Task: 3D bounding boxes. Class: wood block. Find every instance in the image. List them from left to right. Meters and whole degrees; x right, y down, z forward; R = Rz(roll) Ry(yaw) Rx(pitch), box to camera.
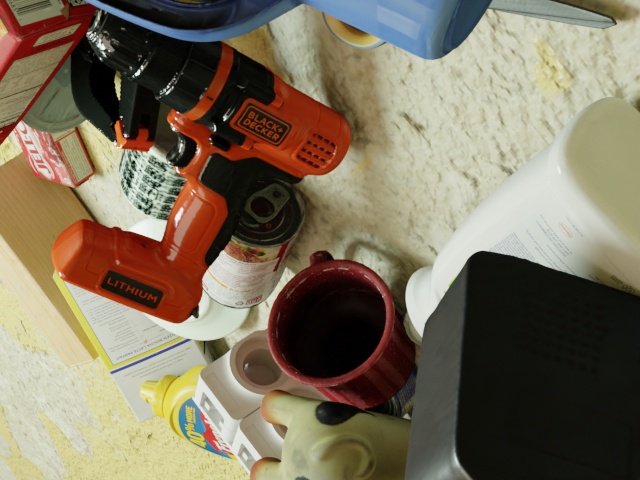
[{"bbox_3d":[-0.273,0.018,1.085,0.206,0.090,0.090,55,149,-8],"label":"wood block"}]

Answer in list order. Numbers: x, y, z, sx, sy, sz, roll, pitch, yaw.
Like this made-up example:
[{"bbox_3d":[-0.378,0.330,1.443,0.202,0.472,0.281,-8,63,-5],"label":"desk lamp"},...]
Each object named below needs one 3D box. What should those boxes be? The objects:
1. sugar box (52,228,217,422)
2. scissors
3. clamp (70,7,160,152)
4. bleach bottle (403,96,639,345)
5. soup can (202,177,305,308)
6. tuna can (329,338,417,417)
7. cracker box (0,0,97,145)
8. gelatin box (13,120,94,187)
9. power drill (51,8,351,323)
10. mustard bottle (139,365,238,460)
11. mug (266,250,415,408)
[{"bbox_3d":[-0.172,0.081,1.023,0.048,0.093,0.176,-104,-10,-65],"label":"sugar box"},{"bbox_3d":[0.064,-0.124,0.587,0.202,0.016,0.096,33,146,25],"label":"scissors"},{"bbox_3d":[-0.142,-0.147,0.731,0.120,0.039,0.171,-39,70,38],"label":"clamp"},{"bbox_3d":[0.113,0.014,0.627,0.102,0.068,0.251,47,150,-3],"label":"bleach bottle"},{"bbox_3d":[-0.055,0.001,0.818,0.068,0.068,0.102,43,148,12],"label":"soup can"},{"bbox_3d":[0.038,0.107,0.844,0.086,0.033,0.086,32,144,27],"label":"tuna can"},{"bbox_3d":[-0.252,-0.161,0.728,0.214,0.071,0.164,-34,86,50],"label":"cracker box"},{"bbox_3d":[-0.258,-0.097,1.004,0.073,0.030,0.089,16,135,43],"label":"gelatin box"},{"bbox_3d":[-0.098,-0.044,0.692,0.184,0.057,0.188,26,116,-26],"label":"power drill"},{"bbox_3d":[-0.081,0.162,0.981,0.192,0.058,0.096,14,134,22],"label":"mustard bottle"},{"bbox_3d":[0.016,0.062,0.768,0.081,0.093,0.117,50,-162,-57],"label":"mug"}]
